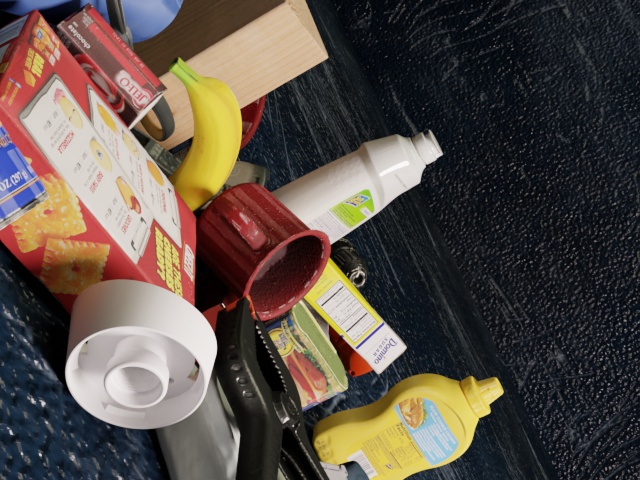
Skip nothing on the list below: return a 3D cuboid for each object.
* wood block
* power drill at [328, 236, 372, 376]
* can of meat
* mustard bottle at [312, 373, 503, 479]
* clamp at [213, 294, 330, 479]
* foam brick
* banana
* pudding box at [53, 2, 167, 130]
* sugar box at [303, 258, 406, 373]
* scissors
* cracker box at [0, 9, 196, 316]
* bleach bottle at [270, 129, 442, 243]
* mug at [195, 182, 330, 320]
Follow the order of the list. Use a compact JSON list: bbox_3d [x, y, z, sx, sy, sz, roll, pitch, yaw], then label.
[{"bbox_3d":[-0.110,-0.174,1.009,0.090,0.206,0.091,44,21,-53],"label":"wood block"},{"bbox_3d":[0.020,0.059,1.195,0.185,0.057,0.187,45,-23,56],"label":"power drill"},{"bbox_3d":[-0.034,0.111,0.972,0.102,0.084,0.057,57,13,-20],"label":"can of meat"},{"bbox_3d":[0.094,0.187,1.070,0.096,0.192,0.058,58,13,-15],"label":"mustard bottle"},{"bbox_3d":[-0.030,0.134,0.754,0.164,0.036,0.210,48,17,-47],"label":"clamp"},{"bbox_3d":[-0.090,0.064,0.922,0.051,0.053,0.078,56,13,-22],"label":"foam brick"},{"bbox_3d":[-0.104,-0.066,0.857,0.069,0.198,0.037,25,46,-2],"label":"banana"},{"bbox_3d":[-0.178,-0.126,0.850,0.090,0.039,0.114,49,-25,-7],"label":"pudding box"},{"bbox_3d":[0.005,0.044,1.021,0.176,0.048,0.093,45,2,-32],"label":"sugar box"},{"bbox_3d":[-0.145,-0.144,0.843,0.096,0.016,0.202,44,-25,5],"label":"scissors"},{"bbox_3d":[-0.175,-0.037,0.760,0.213,0.072,0.164,55,13,-29],"label":"cracker box"},{"bbox_3d":[0.009,-0.035,1.078,0.102,0.251,0.068,36,28,-63],"label":"bleach bottle"},{"bbox_3d":[-0.056,0.001,0.876,0.082,0.093,0.117,43,-5,29],"label":"mug"}]
